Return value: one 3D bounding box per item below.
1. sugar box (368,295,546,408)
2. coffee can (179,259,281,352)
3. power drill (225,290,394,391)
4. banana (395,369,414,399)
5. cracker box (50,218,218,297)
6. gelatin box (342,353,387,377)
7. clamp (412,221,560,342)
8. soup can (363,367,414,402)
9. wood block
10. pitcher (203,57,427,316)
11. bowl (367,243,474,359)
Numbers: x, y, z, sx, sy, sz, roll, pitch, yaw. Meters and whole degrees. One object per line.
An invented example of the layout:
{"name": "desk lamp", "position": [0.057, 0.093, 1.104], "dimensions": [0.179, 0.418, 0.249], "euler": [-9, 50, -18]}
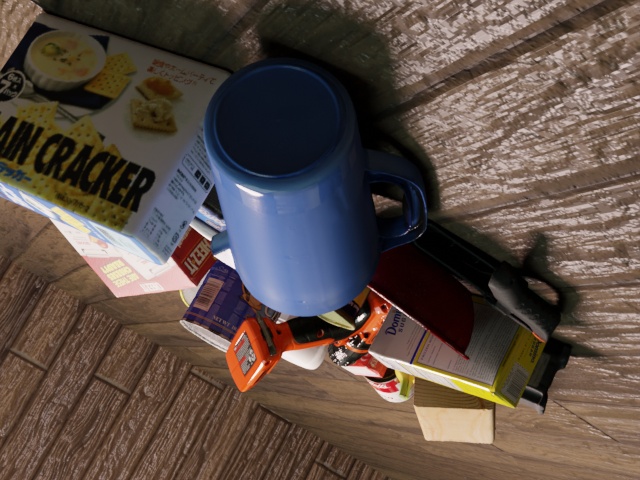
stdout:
{"name": "sugar box", "position": [0.139, 0.102, 1.087], "dimensions": [0.177, 0.093, 0.048], "euler": [12, 158, 50]}
{"name": "coffee can", "position": [-0.089, 0.060, 1.272], "dimensions": [0.103, 0.140, 0.103], "euler": [27, 166, 7]}
{"name": "power drill", "position": [-0.009, 0.112, 1.205], "dimensions": [0.057, 0.187, 0.185], "euler": [63, 151, 21]}
{"name": "banana", "position": [0.121, 0.166, 1.389], "dimensions": [0.037, 0.069, 0.197], "euler": [14, 178, 16]}
{"name": "cracker box", "position": [-0.228, -0.041, 1.177], "dimensions": [0.164, 0.072, 0.213], "euler": [-9, 126, 48]}
{"name": "gelatin box", "position": [0.067, 0.137, 1.382], "dimensions": [0.030, 0.073, 0.089], "euler": [32, 165, -15]}
{"name": "clamp", "position": [0.165, 0.045, 0.936], "dimensions": [0.171, 0.039, 0.120], "euler": [33, -175, -30]}
{"name": "soup can", "position": [0.097, 0.181, 1.487], "dimensions": [0.069, 0.068, 0.102], "euler": [22, 164, 26]}
{"name": "wood block", "position": [0.162, 0.175, 1.256], "dimensions": [0.090, 0.091, 0.206], "euler": [1, 159, 10]}
{"name": "pitcher", "position": [-0.010, -0.040, 0.842], "dimensions": [0.145, 0.149, 0.243], "euler": [40, 166, 17]}
{"name": "bowl", "position": [0.090, 0.044, 1.009], "dimensions": [0.162, 0.055, 0.162], "euler": [37, 179, 0]}
